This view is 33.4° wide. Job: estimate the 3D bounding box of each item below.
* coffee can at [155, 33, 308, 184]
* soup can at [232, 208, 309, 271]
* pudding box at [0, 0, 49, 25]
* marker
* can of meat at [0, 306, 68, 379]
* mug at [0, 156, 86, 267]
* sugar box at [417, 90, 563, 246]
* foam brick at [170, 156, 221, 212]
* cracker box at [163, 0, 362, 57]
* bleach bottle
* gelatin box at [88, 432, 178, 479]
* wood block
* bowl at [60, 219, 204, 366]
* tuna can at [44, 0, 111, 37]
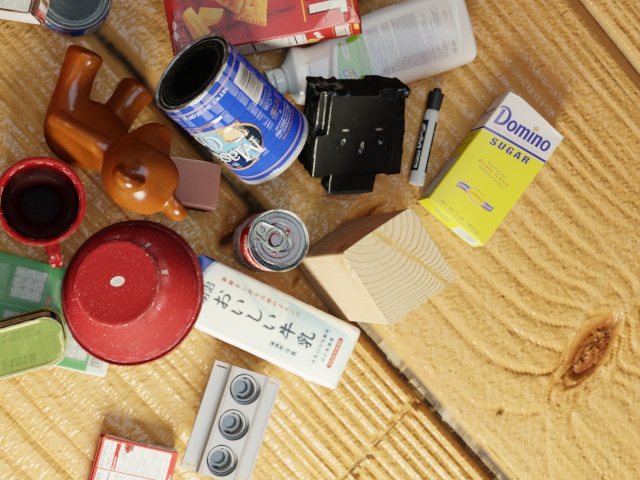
[{"bbox_3d":[-0.095,-0.141,1.163,0.140,0.103,0.102,41,77,-39],"label":"coffee can"},{"bbox_3d":[-0.058,0.001,1.194,0.068,0.102,0.068,1,88,-15],"label":"soup can"},{"bbox_3d":[-0.343,-0.285,1.143,0.113,0.039,0.090,11,86,13],"label":"pudding box"},{"bbox_3d":[0.129,-0.126,1.292,0.020,0.020,0.121,15,84,-14],"label":"marker"},{"bbox_3d":[-0.316,0.109,1.117,0.102,0.084,0.057,-15,95,-14],"label":"can of meat"},{"bbox_3d":[-0.296,-0.028,1.142,0.093,0.082,0.117,-18,92,-15],"label":"mug"},{"bbox_3d":[0.208,-0.088,1.298,0.093,0.048,0.176,39,80,-10],"label":"sugar box"},{"bbox_3d":[-0.155,-0.064,1.197,0.078,0.051,0.053,9,85,-15],"label":"foam brick"},{"bbox_3d":[-0.071,-0.297,1.189,0.214,0.072,0.164,-10,90,4],"label":"cracker box"},{"bbox_3d":[0.053,-0.224,1.254,0.250,0.068,0.102,-17,93,-13],"label":"bleach bottle"},{"bbox_3d":[-0.210,0.259,1.182,0.089,0.030,0.073,16,85,-14],"label":"gelatin box"},{"bbox_3d":[0.054,0.029,1.169,0.090,0.206,0.091,-34,96,-14],"label":"wood block"},{"bbox_3d":[-0.207,0.050,1.129,0.162,0.055,0.162,-2,77,8],"label":"bowl"},{"bbox_3d":[-0.275,-0.271,1.182,0.086,0.034,0.086,1,88,-15],"label":"tuna can"}]
